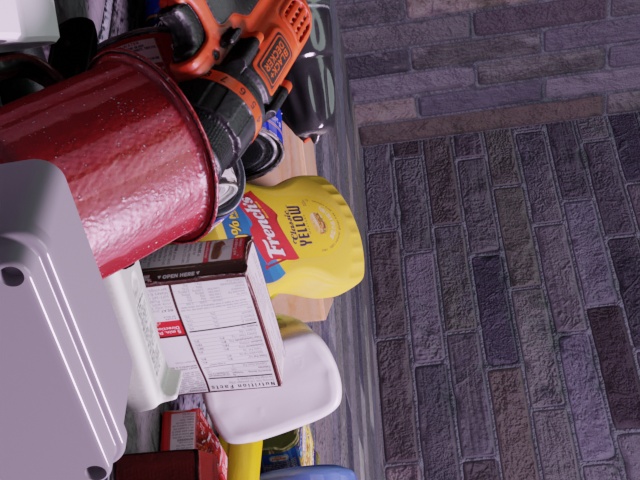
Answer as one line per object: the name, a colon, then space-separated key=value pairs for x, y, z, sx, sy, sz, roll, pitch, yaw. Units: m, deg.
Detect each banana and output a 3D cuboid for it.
banana: x=-0.066 y=0.196 z=0.892 sx=0.197 sy=0.037 sz=0.069 roll=-87 pitch=168 yaw=-58

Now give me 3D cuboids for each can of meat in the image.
can of meat: x=-0.037 y=0.210 z=1.063 sx=0.102 sy=0.057 sz=0.084 roll=-86 pitch=166 yaw=-62

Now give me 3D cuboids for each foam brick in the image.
foam brick: x=-0.090 y=0.167 z=0.639 sx=0.053 sy=0.051 sz=0.078 roll=65 pitch=19 yaw=-73

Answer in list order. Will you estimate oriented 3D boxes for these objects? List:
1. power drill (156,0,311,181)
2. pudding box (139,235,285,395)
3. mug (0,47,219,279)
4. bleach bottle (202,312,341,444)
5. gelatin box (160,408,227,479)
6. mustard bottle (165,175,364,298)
power drill: x=-0.083 y=-0.128 z=0.555 sx=0.187 sy=0.057 sz=0.184 roll=60 pitch=38 yaw=-33
pudding box: x=-0.077 y=0.053 z=0.702 sx=0.039 sy=0.090 sz=0.113 roll=-89 pitch=170 yaw=-47
mug: x=-0.111 y=-0.033 z=0.451 sx=0.117 sy=0.081 sz=0.093 roll=50 pitch=-37 yaw=11
bleach bottle: x=-0.040 y=0.097 z=0.881 sx=0.251 sy=0.102 sz=0.068 roll=-106 pitch=175 yaw=-85
gelatin box: x=-0.088 y=0.171 z=0.752 sx=0.089 sy=0.030 sz=0.073 roll=75 pitch=11 yaw=-53
mustard bottle: x=-0.055 y=0.001 z=0.782 sx=0.191 sy=0.058 sz=0.096 roll=-5 pitch=69 yaw=-46
